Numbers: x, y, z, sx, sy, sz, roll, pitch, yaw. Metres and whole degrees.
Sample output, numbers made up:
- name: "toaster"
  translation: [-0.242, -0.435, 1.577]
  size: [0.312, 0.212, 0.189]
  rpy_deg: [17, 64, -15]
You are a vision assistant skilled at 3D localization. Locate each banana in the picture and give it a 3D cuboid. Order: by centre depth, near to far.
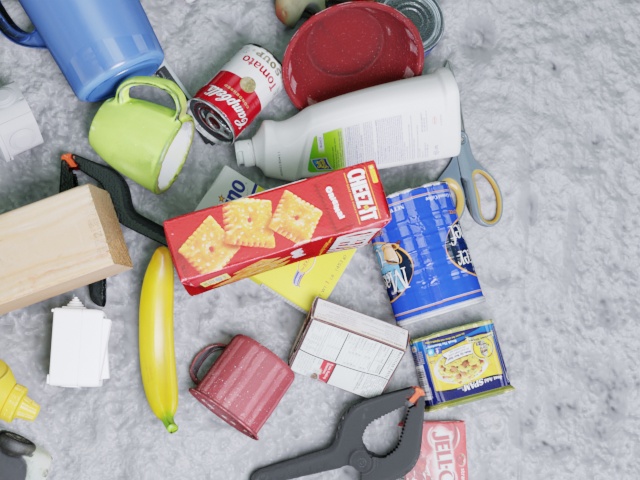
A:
- name: "banana"
  translation: [-0.171, 0.108, 1.154]
  size: [0.037, 0.070, 0.198]
  rpy_deg: [-1, 81, -36]

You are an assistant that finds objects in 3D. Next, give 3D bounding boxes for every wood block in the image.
- name: "wood block"
  translation: [-0.314, 0.019, 1.115]
  size: [0.206, 0.091, 0.090]
  rpy_deg: [-19, 86, 2]

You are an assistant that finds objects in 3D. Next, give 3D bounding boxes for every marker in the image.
- name: "marker"
  translation: [-0.155, -0.159, 1.218]
  size: [0.020, 0.020, 0.121]
  rpy_deg: [-35, 88, -11]

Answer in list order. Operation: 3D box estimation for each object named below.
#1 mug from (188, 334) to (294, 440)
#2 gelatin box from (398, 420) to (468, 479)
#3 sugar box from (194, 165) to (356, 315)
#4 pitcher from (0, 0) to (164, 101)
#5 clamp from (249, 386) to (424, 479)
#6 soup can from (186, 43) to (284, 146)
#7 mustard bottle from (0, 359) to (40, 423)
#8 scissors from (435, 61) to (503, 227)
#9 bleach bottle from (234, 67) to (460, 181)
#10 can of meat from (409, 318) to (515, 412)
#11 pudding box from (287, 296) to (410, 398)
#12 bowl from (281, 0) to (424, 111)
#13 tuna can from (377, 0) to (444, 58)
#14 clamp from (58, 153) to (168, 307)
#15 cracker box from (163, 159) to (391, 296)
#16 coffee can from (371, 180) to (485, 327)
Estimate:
- name: "mug"
  translation: [-0.090, 0.151, 1.155]
  size: [0.117, 0.093, 0.081]
  rpy_deg: [25, 71, 34]
- name: "gelatin box"
  translation: [0.126, 0.246, 1.191]
  size: [0.073, 0.030, 0.089]
  rpy_deg: [0, 82, -8]
- name: "sugar box"
  translation: [-0.058, 0.002, 1.194]
  size: [0.176, 0.048, 0.093]
  rpy_deg: [32, 80, -3]
- name: "pitcher"
  translation: [-0.281, -0.275, 1.172]
  size: [0.144, 0.149, 0.243]
  rpy_deg: [-28, 89, -30]
- name: "clamp"
  translation: [0.050, 0.250, 1.161]
  size: [0.210, 0.036, 0.164]
  rpy_deg: [-44, 87, 0]
- name: "soup can"
  translation: [-0.093, -0.163, 1.192]
  size: [0.068, 0.069, 0.102]
  rpy_deg: [40, 65, -1]
- name: "mustard bottle"
  translation: [-0.382, 0.140, 1.108]
  size: [0.191, 0.096, 0.058]
  rpy_deg: [25, 107, -4]
- name: "scissors"
  translation: [0.149, -0.104, 1.252]
  size: [0.096, 0.016, 0.202]
  rpy_deg: [-22, 85, -10]
- name: "bleach bottle"
  translation: [0.028, -0.123, 1.195]
  size: [0.250, 0.068, 0.102]
  rpy_deg: [-10, 126, -3]
- name: "can of meat"
  translation: [0.156, 0.140, 1.197]
  size: [0.102, 0.057, 0.084]
  rpy_deg: [-13, 82, -9]
- name: "pudding box"
  translation: [0.030, 0.120, 1.167]
  size: [0.113, 0.090, 0.039]
  rpy_deg: [19, 38, -6]
- name: "bowl"
  translation: [0.033, -0.209, 1.205]
  size: [0.162, 0.162, 0.055]
  rpy_deg: [-4, 41, -8]
- name: "tuna can"
  translation: [0.102, -0.254, 1.257]
  size: [0.086, 0.034, 0.086]
  rpy_deg: [1, 82, -7]
- name: "clamp"
  translation: [-0.226, -0.025, 1.180]
  size: [0.120, 0.039, 0.171]
  rpy_deg: [-23, 90, -10]
- name: "cracker box"
  translation: [-0.047, -0.007, 1.090]
  size: [0.213, 0.164, 0.072]
  rpy_deg: [-16, 84, -7]
- name: "coffee can"
  translation: [0.114, 0.016, 1.186]
  size: [0.102, 0.103, 0.140]
  rpy_deg: [-16, 84, -10]
